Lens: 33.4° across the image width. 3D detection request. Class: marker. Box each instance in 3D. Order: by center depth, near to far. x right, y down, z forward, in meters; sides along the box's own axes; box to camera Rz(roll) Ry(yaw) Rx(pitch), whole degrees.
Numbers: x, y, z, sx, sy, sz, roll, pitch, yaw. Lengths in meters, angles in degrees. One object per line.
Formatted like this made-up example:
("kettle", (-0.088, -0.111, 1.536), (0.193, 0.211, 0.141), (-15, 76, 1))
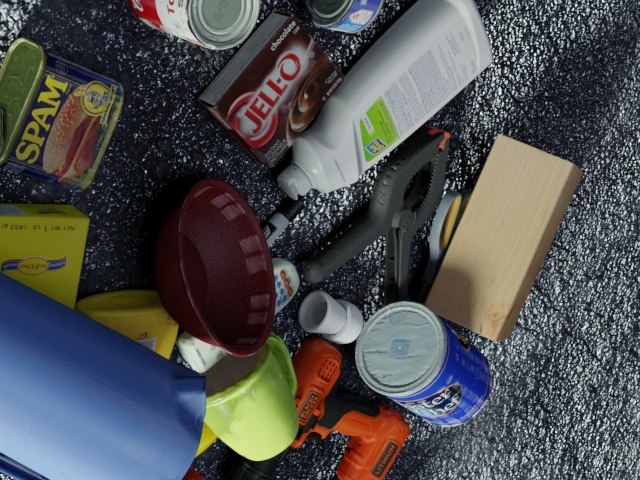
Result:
("marker", (-0.057, 0.001, 1.032), (0.121, 0.020, 0.020), (-48, 131, -12))

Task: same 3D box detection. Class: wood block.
("wood block", (0.202, -0.002, 1.176), (0.206, 0.091, 0.090), (-67, 161, 5))

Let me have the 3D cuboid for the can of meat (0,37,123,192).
("can of meat", (-0.212, -0.095, 0.838), (0.083, 0.058, 0.102), (19, 97, -45))

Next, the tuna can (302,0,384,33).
("tuna can", (0.020, -0.229, 0.948), (0.033, 0.086, 0.086), (1, 108, -38))

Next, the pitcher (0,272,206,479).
("pitcher", (-0.222, 0.114, 0.822), (0.242, 0.145, 0.149), (37, 76, -33))

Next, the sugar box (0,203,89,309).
("sugar box", (-0.252, 0.058, 0.880), (0.093, 0.048, 0.176), (0, 108, -38))

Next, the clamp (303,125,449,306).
("clamp", (0.082, -0.019, 1.124), (0.164, 0.036, 0.210), (36, 85, -49))

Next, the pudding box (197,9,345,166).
("pudding box", (-0.043, -0.138, 0.968), (0.113, 0.039, 0.090), (-53, 132, -8))

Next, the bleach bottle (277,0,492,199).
("bleach bottle", (0.054, -0.136, 1.034), (0.250, 0.068, 0.102), (-42, 130, -14))

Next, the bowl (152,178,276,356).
("bowl", (-0.102, 0.028, 0.952), (0.162, 0.055, 0.162), (41, 43, -53))

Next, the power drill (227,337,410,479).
("power drill", (0.002, 0.215, 1.148), (0.187, 0.057, 0.184), (36, 85, -43))

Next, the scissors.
("scissors", (0.135, 0.024, 1.197), (0.096, 0.016, 0.202), (-38, 147, -46))

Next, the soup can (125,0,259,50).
("soup can", (-0.103, -0.194, 0.851), (0.068, 0.102, 0.068), (-17, 119, -33))

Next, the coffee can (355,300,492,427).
("coffee can", (0.114, 0.136, 1.160), (0.103, 0.103, 0.140), (-57, 143, -4))

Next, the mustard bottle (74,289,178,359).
("mustard bottle", (-0.184, 0.143, 0.964), (0.096, 0.058, 0.192), (-6, 113, -44))
